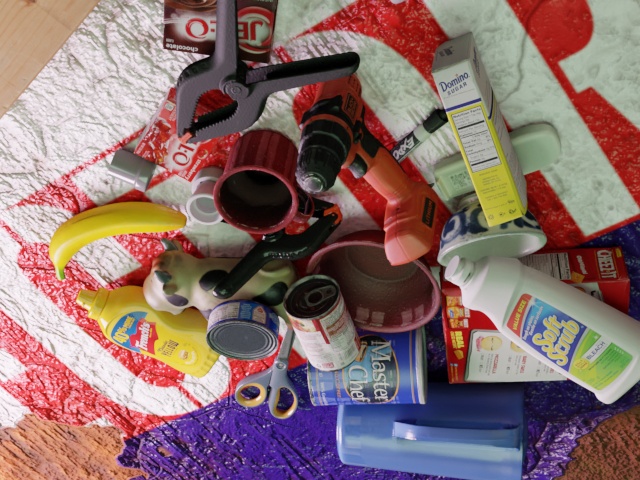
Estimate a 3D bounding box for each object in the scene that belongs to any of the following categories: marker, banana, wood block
[{"bbox_3d":[0.095,-0.104,1.167,0.020,0.020,0.121,35,126,-21],"label":"marker"},{"bbox_3d":[-0.256,-0.012,1.276,0.198,0.037,0.069,-21,136,23],"label":"banana"},{"bbox_3d":[-0.297,-0.223,1.065,0.090,0.090,0.206,37,125,-22],"label":"wood block"}]

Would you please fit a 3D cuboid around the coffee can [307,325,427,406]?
[{"bbox_3d":[0.060,0.154,1.334,0.140,0.102,0.103,-3,130,9],"label":"coffee can"}]

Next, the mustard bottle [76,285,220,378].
[{"bbox_3d":[-0.217,0.106,1.355,0.191,0.058,0.096,24,133,-13],"label":"mustard bottle"}]

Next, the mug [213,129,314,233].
[{"bbox_3d":[-0.056,-0.062,1.177,0.117,0.081,0.093,30,127,-17],"label":"mug"}]

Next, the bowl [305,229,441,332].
[{"bbox_3d":[0.067,0.038,1.255,0.162,0.055,0.162,11,139,10],"label":"bowl"}]

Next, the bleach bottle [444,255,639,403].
[{"bbox_3d":[0.247,0.089,1.192,0.250,0.068,0.103,27,125,-13],"label":"bleach bottle"}]

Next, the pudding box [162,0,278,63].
[{"bbox_3d":[-0.100,-0.230,1.069,0.113,0.039,0.090,9,132,0],"label":"pudding box"}]

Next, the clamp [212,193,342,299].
[{"bbox_3d":[-0.058,0.001,1.219,0.171,0.120,0.039,-9,164,12],"label":"clamp"}]

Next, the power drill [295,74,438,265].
[{"bbox_3d":[0.048,-0.064,1.093,0.057,0.184,0.187,-22,122,30],"label":"power drill"}]

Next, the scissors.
[{"bbox_3d":[-0.071,0.166,1.416,0.096,0.016,0.202,2,130,5],"label":"scissors"}]

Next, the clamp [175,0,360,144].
[{"bbox_3d":[-0.088,-0.171,1.072,0.210,0.036,0.164,-31,128,33],"label":"clamp"}]

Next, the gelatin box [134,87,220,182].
[{"bbox_3d":[-0.153,-0.116,1.177,0.073,0.030,0.089,28,128,-17],"label":"gelatin box"}]

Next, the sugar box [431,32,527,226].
[{"bbox_3d":[0.162,-0.112,1.081,0.048,0.093,0.176,-19,112,19],"label":"sugar box"}]

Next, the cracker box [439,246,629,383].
[{"bbox_3d":[0.254,0.091,1.280,0.214,0.072,0.164,-4,130,9],"label":"cracker box"}]

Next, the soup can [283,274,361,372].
[{"bbox_3d":[0.004,0.098,1.250,0.068,0.068,0.102,-9,134,14],"label":"soup can"}]

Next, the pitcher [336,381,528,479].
[{"bbox_3d":[0.145,0.243,1.379,0.243,0.145,0.149,2,131,9],"label":"pitcher"}]

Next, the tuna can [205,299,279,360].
[{"bbox_3d":[-0.090,0.105,1.256,0.086,0.033,0.086,3,143,2],"label":"tuna can"}]
